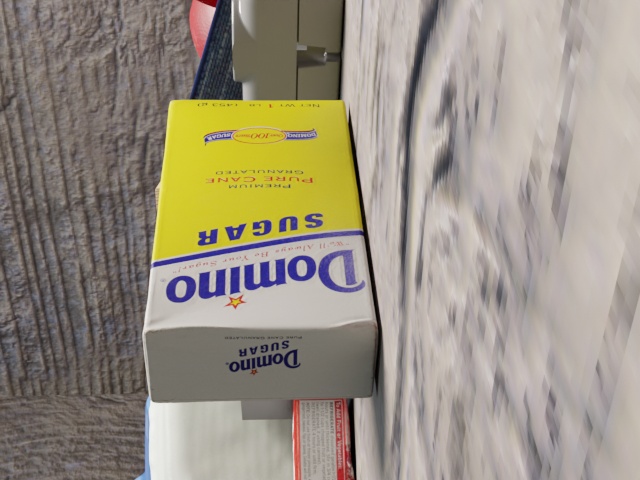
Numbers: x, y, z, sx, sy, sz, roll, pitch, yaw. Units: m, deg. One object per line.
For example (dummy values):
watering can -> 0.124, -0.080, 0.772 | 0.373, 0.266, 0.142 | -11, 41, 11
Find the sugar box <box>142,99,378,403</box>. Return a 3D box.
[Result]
sugar box -> -0.028, -0.004, 0.486 | 0.176, 0.093, 0.048 | -97, 6, -55

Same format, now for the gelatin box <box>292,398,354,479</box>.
gelatin box -> 0.001, 0.130, 0.557 | 0.073, 0.030, 0.089 | 94, 175, -67
